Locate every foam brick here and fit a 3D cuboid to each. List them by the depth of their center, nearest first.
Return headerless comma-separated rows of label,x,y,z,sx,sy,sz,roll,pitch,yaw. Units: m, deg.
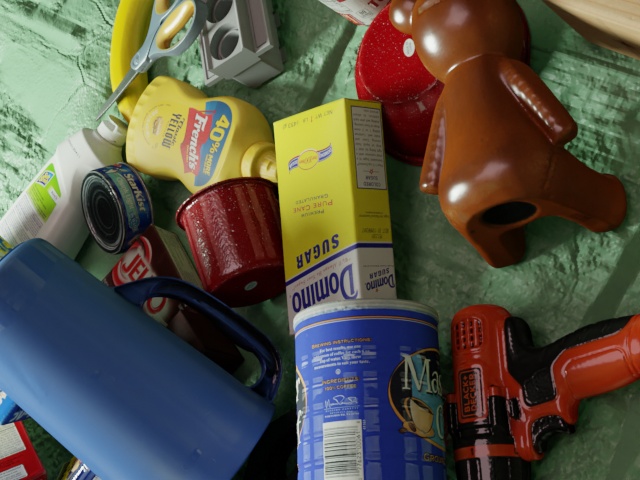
foam brick,-0.116,0.109,0.931,0.078,0.052,0.051,-50,52,14

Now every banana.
banana,-0.186,-0.205,1.096,0.070,0.037,0.198,3,78,40

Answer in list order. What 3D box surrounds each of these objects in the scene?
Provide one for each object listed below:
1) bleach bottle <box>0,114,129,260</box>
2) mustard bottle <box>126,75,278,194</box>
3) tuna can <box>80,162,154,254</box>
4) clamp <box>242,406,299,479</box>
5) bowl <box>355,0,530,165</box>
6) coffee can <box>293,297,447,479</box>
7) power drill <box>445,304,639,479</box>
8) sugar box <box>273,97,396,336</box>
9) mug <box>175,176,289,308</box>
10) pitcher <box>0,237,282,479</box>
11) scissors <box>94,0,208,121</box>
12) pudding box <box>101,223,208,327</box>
bleach bottle,-0.274,-0.018,1.095,0.251,0.068,0.103,-51,54,12
mustard bottle,-0.098,-0.086,0.974,0.192,0.058,0.096,23,93,41
tuna can,-0.196,-0.030,1.026,0.086,0.033,0.086,26,124,44
clamp,-0.034,0.210,0.842,0.120,0.039,0.171,42,103,38
bowl,0.083,-0.143,0.847,0.162,0.055,0.162,-13,69,36
coffee can,0.034,0.120,0.731,0.103,0.102,0.140,-16,66,35
power drill,0.168,0.117,0.693,0.188,0.057,0.184,-17,66,35
sugar box,0.010,-0.015,0.840,0.094,0.048,0.176,-13,78,50
mug,-0.056,0.001,0.903,0.117,0.093,0.081,-17,66,-6
pitcher,-0.158,0.103,0.839,0.243,0.149,0.145,40,120,-2
scissors,-0.169,-0.193,1.033,0.202,0.016,0.096,-23,62,47
pudding box,-0.153,0.054,0.987,0.090,0.039,0.114,-48,52,17
